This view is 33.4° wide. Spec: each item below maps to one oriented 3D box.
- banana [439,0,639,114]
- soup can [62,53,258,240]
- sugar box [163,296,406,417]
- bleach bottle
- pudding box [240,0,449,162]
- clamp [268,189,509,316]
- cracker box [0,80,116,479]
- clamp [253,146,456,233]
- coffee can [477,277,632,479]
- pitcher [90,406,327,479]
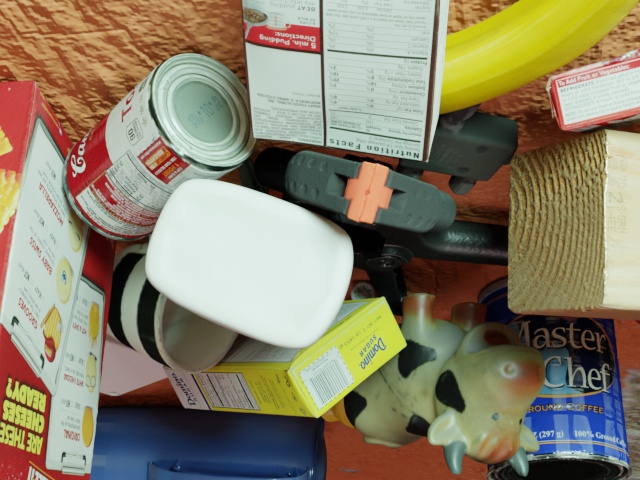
[{"bbox_3d":[0.076,-0.095,0.514,0.198,0.037,0.069,-14,151,29],"label":"banana"},{"bbox_3d":[-0.088,-0.049,0.581,0.068,0.068,0.102,20,148,-32],"label":"soup can"},{"bbox_3d":[-0.030,0.084,0.767,0.093,0.048,0.177,-33,-168,-33],"label":"sugar box"},{"bbox_3d":[-0.028,0.025,0.631,0.102,0.068,0.251,21,174,6],"label":"bleach bottle"},{"bbox_3d":[0.011,-0.090,0.486,0.090,0.039,0.113,8,142,8],"label":"pudding box"},{"bbox_3d":[0.042,0.003,0.712,0.209,0.036,0.165,19,151,-32],"label":"clamp"},{"bbox_3d":[-0.178,0.043,0.607,0.072,0.213,0.164,-2,153,6],"label":"cracker box"},{"bbox_3d":[0.030,-0.023,0.561,0.120,0.039,0.171,8,-173,-9],"label":"clamp"},{"bbox_3d":[0.171,0.107,0.794,0.103,0.140,0.103,1,153,0],"label":"coffee can"},{"bbox_3d":[-0.116,0.227,1.065,0.243,0.145,0.149,3,133,4],"label":"pitcher"}]
